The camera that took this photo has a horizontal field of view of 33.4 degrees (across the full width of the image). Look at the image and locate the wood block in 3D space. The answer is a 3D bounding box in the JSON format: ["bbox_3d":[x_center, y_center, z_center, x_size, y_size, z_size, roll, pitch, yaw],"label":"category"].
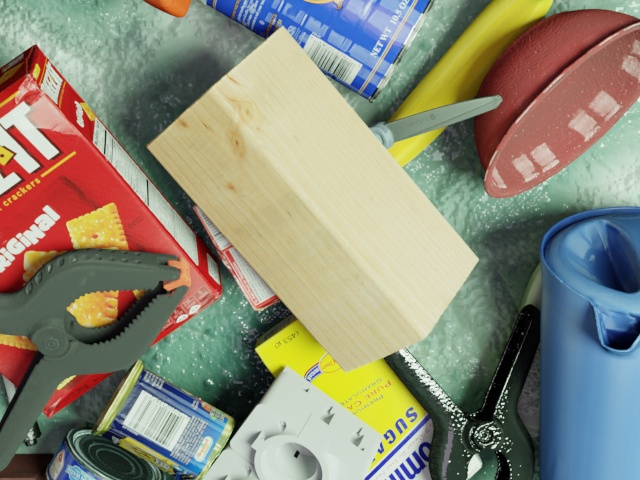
[{"bbox_3d":[-0.004,-0.024,0.714,0.206,0.090,0.090,49,139,-9],"label":"wood block"}]

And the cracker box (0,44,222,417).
[{"bbox_3d":[-0.196,0.000,0.750,0.164,0.072,0.213,-34,118,7],"label":"cracker box"}]

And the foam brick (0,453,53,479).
[{"bbox_3d":[-0.249,0.198,0.826,0.078,0.053,0.051,0,100,2],"label":"foam brick"}]

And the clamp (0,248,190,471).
[{"bbox_3d":[-0.182,0.071,0.726,0.210,0.036,0.164,-18,119,-1],"label":"clamp"}]

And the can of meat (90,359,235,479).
[{"bbox_3d":[-0.117,0.136,0.787,0.084,0.102,0.057,31,71,-6],"label":"can of meat"}]

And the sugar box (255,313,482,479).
[{"bbox_3d":[0.037,0.123,0.809,0.093,0.048,0.176,-35,96,6],"label":"sugar box"}]

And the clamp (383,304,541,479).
[{"bbox_3d":[0.104,0.133,0.773,0.120,0.039,0.171,-1,93,-4],"label":"clamp"}]

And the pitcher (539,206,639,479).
[{"bbox_3d":[0.217,0.102,0.742,0.149,0.145,0.243,-13,122,-17],"label":"pitcher"}]

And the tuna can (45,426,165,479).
[{"bbox_3d":[-0.160,0.177,0.803,0.086,0.086,0.034,29,98,-4],"label":"tuna can"}]

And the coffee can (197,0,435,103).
[{"bbox_3d":[0.001,-0.173,0.730,0.140,0.103,0.103,30,99,-4],"label":"coffee can"}]

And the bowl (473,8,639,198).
[{"bbox_3d":[0.159,-0.103,0.729,0.162,0.162,0.055,-42,68,8],"label":"bowl"}]

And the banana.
[{"bbox_3d":[0.098,-0.120,0.751,0.037,0.069,0.198,46,120,9],"label":"banana"}]

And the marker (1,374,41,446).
[{"bbox_3d":[-0.238,0.102,0.826,0.020,0.020,0.121,-11,99,3],"label":"marker"}]

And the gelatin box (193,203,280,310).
[{"bbox_3d":[-0.055,0.001,0.776,0.030,0.073,0.089,-29,99,7],"label":"gelatin box"}]

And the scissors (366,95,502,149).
[{"bbox_3d":[0.040,-0.054,0.745,0.202,0.016,0.096,4,120,33],"label":"scissors"}]
